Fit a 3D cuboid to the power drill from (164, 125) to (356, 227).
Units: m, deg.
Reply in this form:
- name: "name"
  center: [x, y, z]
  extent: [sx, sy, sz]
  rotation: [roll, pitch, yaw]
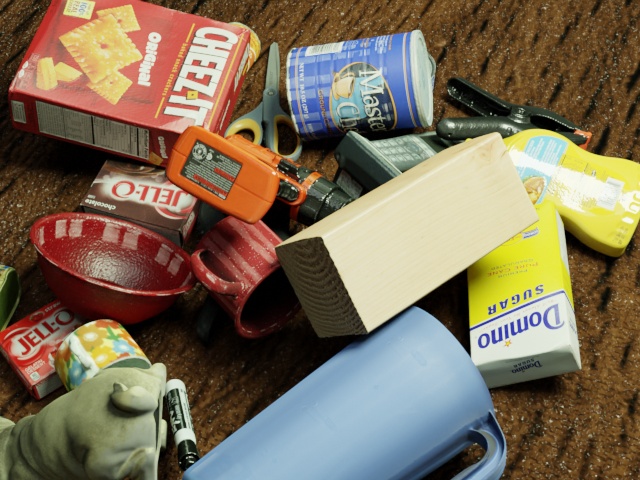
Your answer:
- name: "power drill"
  center: [-0.046, -0.048, 0.986]
  extent: [0.184, 0.187, 0.057]
  rotation: [27, 97, 16]

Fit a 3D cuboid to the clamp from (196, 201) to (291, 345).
- name: "clamp"
  center: [-0.057, 0.001, 1.068]
  extent: [0.164, 0.036, 0.210]
  rotation: [-10, 53, -9]

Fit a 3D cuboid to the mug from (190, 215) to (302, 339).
- name: "mug"
  center: [-0.071, 0.029, 0.963]
  extent: [0.082, 0.093, 0.117]
  rotation: [44, 25, 29]

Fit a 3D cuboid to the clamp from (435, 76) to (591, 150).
- name: "clamp"
  center: [0.205, -0.123, 1.159]
  extent: [0.171, 0.039, 0.120]
  rotation: [19, 43, 12]

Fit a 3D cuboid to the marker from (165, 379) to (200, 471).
- name: "marker"
  center: [-0.119, 0.158, 0.914]
  extent: [0.020, 0.020, 0.121]
  rotation: [-11, 26, -9]

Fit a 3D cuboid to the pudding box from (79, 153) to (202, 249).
- name: "pudding box"
  center: [-0.178, -0.045, 1.107]
  extent: [0.113, 0.039, 0.090]
  rotation: [13, 50, 11]

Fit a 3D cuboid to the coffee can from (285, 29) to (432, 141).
- name: "coffee can"
  center: [0.044, -0.165, 1.147]
  extent: [0.140, 0.103, 0.102]
  rotation: [-5, 48, 14]

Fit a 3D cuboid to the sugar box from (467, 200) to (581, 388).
- name: "sugar box"
  center: [0.187, 0.048, 1.003]
  extent: [0.093, 0.048, 0.176]
  rotation: [-15, 43, 20]

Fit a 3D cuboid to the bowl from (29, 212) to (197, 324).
- name: "bowl"
  center: [-0.198, 0.033, 1.003]
  extent: [0.162, 0.055, 0.162]
  rotation: [18, 19, -7]

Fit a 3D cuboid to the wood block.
- name: "wood block"
  center: [0.076, -0.006, 0.929]
  extent: [0.205, 0.090, 0.091]
  rotation: [-31, 98, -28]

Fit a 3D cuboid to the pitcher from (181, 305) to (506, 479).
- name: "pitcher"
  center: [0.020, 0.173, 0.862]
  extent: [0.242, 0.149, 0.145]
  rotation: [-33, 97, -20]

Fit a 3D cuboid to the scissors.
- name: "scissors"
  center: [-0.074, -0.156, 1.217]
  extent: [0.096, 0.016, 0.202]
  rotation: [-11, 50, -9]

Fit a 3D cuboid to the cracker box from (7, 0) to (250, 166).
- name: "cracker box"
  center: [-0.197, -0.172, 1.121]
  extent: [0.213, 0.072, 0.164]
  rotation: [14, 57, 2]

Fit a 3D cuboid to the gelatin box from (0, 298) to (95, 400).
- name: "gelatin box"
  center: [-0.246, 0.096, 0.992]
  extent: [0.089, 0.030, 0.073]
  rotation: [-31, 55, -24]

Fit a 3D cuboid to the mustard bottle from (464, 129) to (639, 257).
- name: "mustard bottle"
  center: [0.235, -0.061, 1.092]
  extent: [0.192, 0.058, 0.096]
  rotation: [24, 75, 13]
